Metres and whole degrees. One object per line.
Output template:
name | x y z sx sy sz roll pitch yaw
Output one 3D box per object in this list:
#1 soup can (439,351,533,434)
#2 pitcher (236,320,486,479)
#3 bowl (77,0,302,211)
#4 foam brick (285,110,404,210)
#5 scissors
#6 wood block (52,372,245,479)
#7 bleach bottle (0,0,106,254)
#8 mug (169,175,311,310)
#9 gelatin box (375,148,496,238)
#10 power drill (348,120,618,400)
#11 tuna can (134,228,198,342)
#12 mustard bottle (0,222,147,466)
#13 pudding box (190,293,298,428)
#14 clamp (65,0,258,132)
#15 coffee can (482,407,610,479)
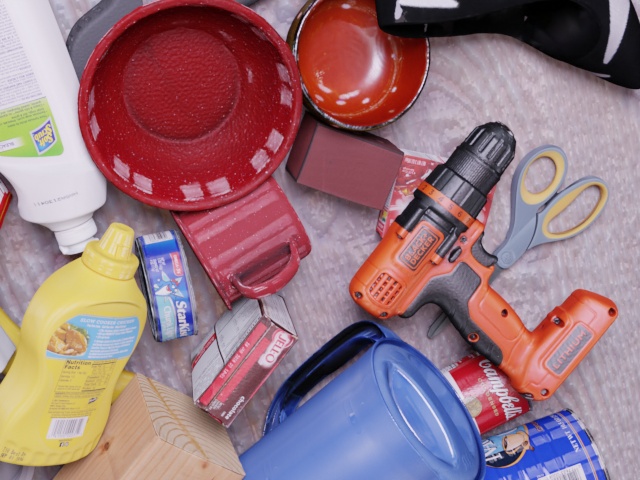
soup can | 0.124 0.140 0.930 0.102 0.068 0.068 -26 110 -3
pitcher | 0.000 0.187 0.870 0.243 0.149 0.145 -38 94 23
bowl | -0.097 -0.105 0.781 0.162 0.055 0.162 -6 116 -14
foam brick | 0.019 -0.064 0.853 0.078 0.053 0.051 18 102 -17
scissors | 0.156 -0.006 0.920 0.202 0.016 0.096 -33 109 -1
wood block | -0.167 0.224 0.867 0.090 0.091 0.206 32 102 -32
bleach bottle | -0.225 -0.106 0.770 0.103 0.068 0.251 -12 110 15
mug | -0.055 0.001 0.827 0.081 0.117 0.093 -31 130 -7
gelatin box | 0.098 -0.032 0.891 0.089 0.030 0.073 10 105 -14
power drill | 0.143 0.023 0.857 0.187 0.057 0.184 38 95 -5
tuna can | -0.121 0.036 0.835 0.033 0.086 0.086 -11 109 -13
mustard bottle | -0.181 0.075 0.799 0.096 0.058 0.192 7 113 -48
pudding box | -0.063 0.086 0.850 0.039 0.113 0.090 37 96 -16
clamp | -0.137 -0.168 0.795 0.164 0.036 0.210 32 100 -23
coffee can | 0.173 0.220 0.946 0.140 0.103 0.103 -19 110 -6
